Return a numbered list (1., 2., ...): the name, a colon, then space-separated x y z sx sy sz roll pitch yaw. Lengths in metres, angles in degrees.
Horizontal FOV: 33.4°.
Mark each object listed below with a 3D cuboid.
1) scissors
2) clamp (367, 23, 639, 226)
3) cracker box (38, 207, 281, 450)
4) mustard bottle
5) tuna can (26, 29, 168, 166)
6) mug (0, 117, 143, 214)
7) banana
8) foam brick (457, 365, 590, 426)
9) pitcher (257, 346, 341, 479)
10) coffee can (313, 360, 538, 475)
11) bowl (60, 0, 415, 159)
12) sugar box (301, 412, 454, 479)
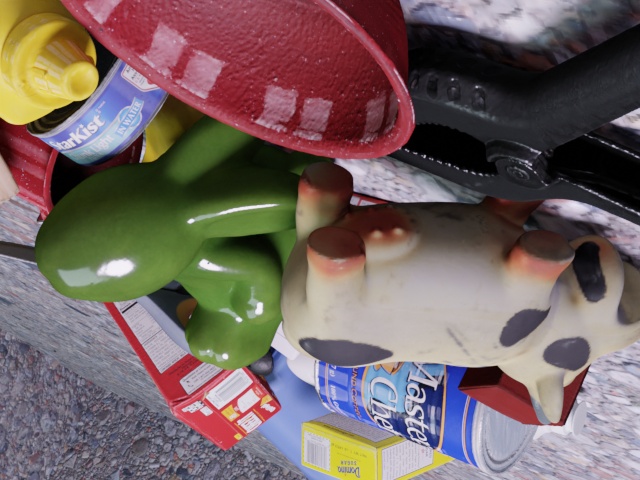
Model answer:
1. scissors: -0.120 0.035 0.648 0.201 0.096 0.016 1 141 -33
2. clamp: 0.087 -0.046 0.426 0.210 0.036 0.164 18 163 37
3. cracker box: -0.130 0.059 0.885 0.214 0.072 0.164 51 174 22
4. mustard bottle: -0.163 -0.107 0.506 0.192 0.058 0.096 33 148 39
5. tuna can: -0.111 -0.081 0.546 0.033 0.086 0.086 36 162 -34
6. mug: -0.177 -0.073 0.697 0.082 0.093 0.117 25 134 23
7. banana: -0.100 -0.048 0.657 0.037 0.069 0.198 40 145 5
8. foam brick: 0.130 0.068 0.648 0.051 0.078 0.053 32 164 -12
9. pitcher: -0.022 0.141 1.065 0.149 0.145 0.242 2 149 32
10. coffee can: 0.081 0.098 0.775 0.141 0.102 0.102 16 161 35
11. bowl: -0.027 -0.097 0.417 0.162 0.055 0.162 25 164 7
12. sugar box: 0.077 0.168 0.941 0.175 0.048 0.094 -7 -168 -42
